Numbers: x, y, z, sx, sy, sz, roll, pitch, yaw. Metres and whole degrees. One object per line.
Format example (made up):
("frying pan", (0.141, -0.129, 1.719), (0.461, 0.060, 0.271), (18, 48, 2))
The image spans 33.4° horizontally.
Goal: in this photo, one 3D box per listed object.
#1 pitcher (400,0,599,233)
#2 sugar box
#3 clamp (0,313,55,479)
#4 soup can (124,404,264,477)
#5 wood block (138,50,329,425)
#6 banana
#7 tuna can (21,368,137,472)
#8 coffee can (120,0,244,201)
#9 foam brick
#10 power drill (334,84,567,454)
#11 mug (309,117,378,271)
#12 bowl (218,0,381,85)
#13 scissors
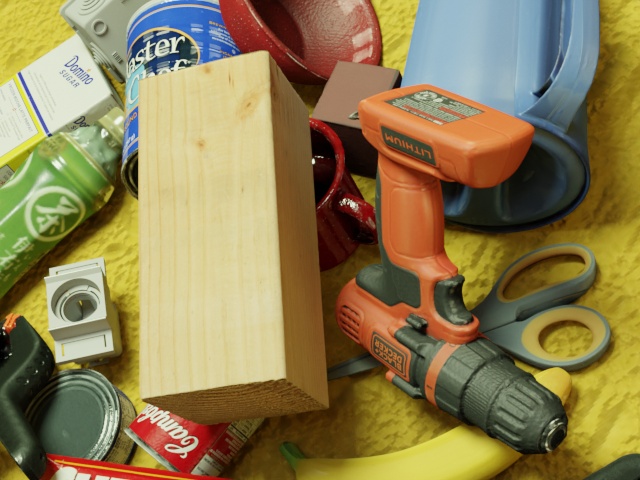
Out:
("pitcher", (0.128, -0.141, 0.738), (0.149, 0.145, 0.242), (-4, 57, 23))
("sugar box", (-0.259, -0.095, 0.924), (0.176, 0.048, 0.093), (-31, 54, -1))
("clamp", (-0.247, 0.122, 0.742), (0.164, 0.036, 0.210), (-23, 26, 8))
("soup can", (-0.073, 0.109, 0.717), (0.069, 0.068, 0.102), (32, 76, 33))
("wood block", (-0.055, 0.001, 0.662), (0.090, 0.090, 0.206), (-10, 69, 15))
("banana", (0.065, 0.132, 0.667), (0.198, 0.037, 0.069), (-16, 57, 13))
("tuna can", (-0.174, 0.137, 0.762), (0.086, 0.033, 0.086), (-10, 59, 16))
("coffee can", (-0.102, -0.106, 0.831), (0.103, 0.102, 0.140), (-13, 58, 15))
("foam brick", (0.035, -0.086, 0.780), (0.051, 0.078, 0.053), (16, 69, 27))
("power drill", (0.076, 0.015, 0.622), (0.057, 0.188, 0.185), (-19, 34, -34))
("mug", (-0.005, -0.025, 0.758), (0.117, 0.081, 0.093), (17, 69, 29))
("bowl", (-0.027, -0.180, 0.832), (0.055, 0.161, 0.162), (-31, 50, 37))
("scissors", (0.101, 0.073, 0.699), (0.202, 0.016, 0.096), (-32, 55, 2))
